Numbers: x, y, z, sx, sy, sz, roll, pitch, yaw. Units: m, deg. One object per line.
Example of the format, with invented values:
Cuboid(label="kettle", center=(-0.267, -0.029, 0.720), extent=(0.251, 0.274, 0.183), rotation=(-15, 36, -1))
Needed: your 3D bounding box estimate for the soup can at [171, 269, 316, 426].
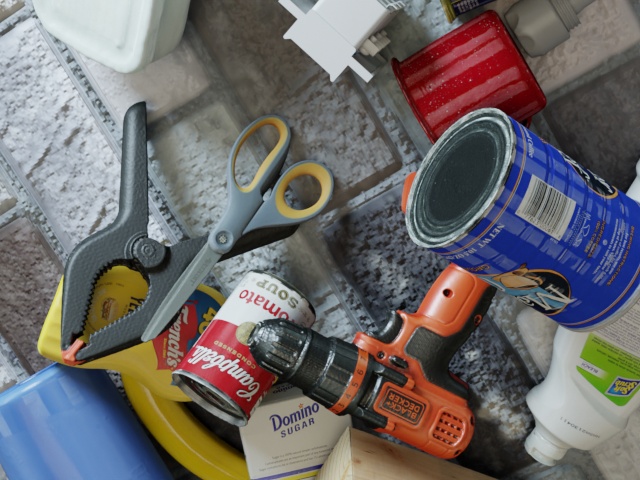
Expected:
Cuboid(label="soup can", center=(-0.057, 0.081, 0.815), extent=(0.068, 0.069, 0.102), rotation=(35, 67, -1))

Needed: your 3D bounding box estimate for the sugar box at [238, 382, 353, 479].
Cuboid(label="sugar box", center=(-0.012, 0.205, 0.893), extent=(0.093, 0.048, 0.176), rotation=(-11, 102, -7))

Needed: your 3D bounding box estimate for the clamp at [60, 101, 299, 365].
Cuboid(label="clamp", center=(-0.139, 0.002, 0.825), extent=(0.164, 0.036, 0.209), rotation=(41, 71, 3))

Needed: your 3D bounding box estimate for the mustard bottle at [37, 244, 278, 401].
Cuboid(label="mustard bottle", center=(-0.123, 0.077, 0.864), extent=(0.191, 0.058, 0.096), rotation=(21, 72, -12))

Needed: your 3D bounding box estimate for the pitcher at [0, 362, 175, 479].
Cuboid(label="pitcher", center=(-0.187, 0.222, 0.882), extent=(0.145, 0.149, 0.243), rotation=(-29, 92, -7))

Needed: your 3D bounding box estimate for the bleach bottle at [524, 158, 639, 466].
Cuboid(label="bleach bottle", center=(0.224, 0.064, 0.810), extent=(0.102, 0.068, 0.251), rotation=(29, 111, 1))

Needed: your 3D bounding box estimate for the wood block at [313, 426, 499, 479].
Cuboid(label="wood block", center=(0.096, 0.237, 0.834), extent=(0.206, 0.090, 0.091), rotation=(22, 120, -13))

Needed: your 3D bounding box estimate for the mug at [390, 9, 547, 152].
Cuboid(label="mug", center=(0.115, -0.105, 0.773), extent=(0.082, 0.093, 0.117), rotation=(-30, 131, 15))

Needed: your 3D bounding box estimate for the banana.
Cuboid(label="banana", center=(-0.117, 0.149, 0.911), extent=(0.070, 0.037, 0.198), rotation=(-29, 99, 17))

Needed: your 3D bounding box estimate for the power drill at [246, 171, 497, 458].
Cuboid(label="power drill", center=(0.059, 0.047, 0.791), extent=(0.184, 0.057, 0.187), rotation=(28, 85, -15))

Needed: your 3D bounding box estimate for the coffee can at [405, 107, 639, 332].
Cuboid(label="coffee can", center=(0.143, -0.011, 0.721), extent=(0.140, 0.103, 0.103), rotation=(28, 111, -25))

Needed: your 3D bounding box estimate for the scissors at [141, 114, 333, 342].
Cuboid(label="scissors", center=(-0.055, 0.001, 0.818), extent=(0.096, 0.016, 0.201), rotation=(24, 76, -13))
